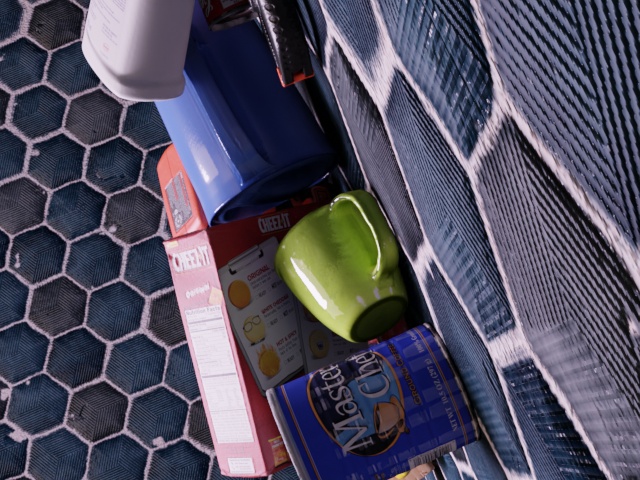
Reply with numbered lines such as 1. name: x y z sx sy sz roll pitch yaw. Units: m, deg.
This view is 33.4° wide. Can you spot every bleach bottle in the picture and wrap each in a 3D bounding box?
1. bleach bottle: -0.123 -0.239 0.814 0.103 0.067 0.251 49 133 39

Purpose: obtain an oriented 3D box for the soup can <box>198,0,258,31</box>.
1. soup can: -0.080 -0.235 0.888 0.068 0.068 0.102 -159 46 -85

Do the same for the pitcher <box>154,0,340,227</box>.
1. pitcher: -0.095 -0.144 0.968 0.149 0.144 0.243 -40 76 50

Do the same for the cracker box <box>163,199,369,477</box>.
1. cracker box: -0.038 0.083 0.953 0.072 0.163 0.214 -13 91 43

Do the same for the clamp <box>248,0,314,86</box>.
1. clamp: -0.038 -0.189 0.789 0.120 0.039 0.171 -101 -10 -63

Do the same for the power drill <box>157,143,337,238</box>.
1. power drill: -0.068 -0.054 1.083 0.057 0.187 0.184 -45 53 43

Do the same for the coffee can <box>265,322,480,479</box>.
1. coffee can: 0.041 0.139 0.844 0.103 0.140 0.103 158 89 -86
